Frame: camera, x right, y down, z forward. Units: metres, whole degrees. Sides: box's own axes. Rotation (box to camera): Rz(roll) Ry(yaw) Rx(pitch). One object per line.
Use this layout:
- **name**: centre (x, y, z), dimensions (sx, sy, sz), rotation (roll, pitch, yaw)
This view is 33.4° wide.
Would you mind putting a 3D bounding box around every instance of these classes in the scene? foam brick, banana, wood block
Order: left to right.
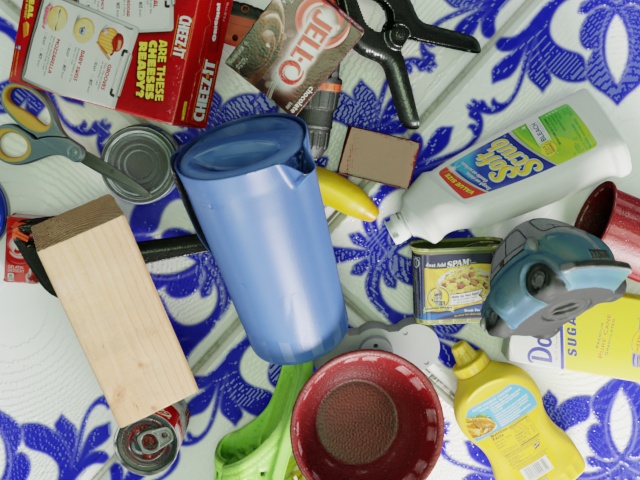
- **wood block**: centre (-0.208, 0.070, 1.082), dimensions (0.090, 0.091, 0.206), rotation (-24, 112, -12)
- **banana**: centre (-0.036, -0.054, 1.145), dimensions (0.198, 0.037, 0.070), rotation (0, 117, 2)
- **foam brick**: centre (0.060, -0.089, 1.129), dimensions (0.078, 0.053, 0.051), rotation (13, 98, -3)

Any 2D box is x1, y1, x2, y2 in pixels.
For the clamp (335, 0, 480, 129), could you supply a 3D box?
- **clamp**: centre (0.074, -0.199, 1.097), dimensions (0.171, 0.039, 0.120), rotation (32, 80, -17)

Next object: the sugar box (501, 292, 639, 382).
- **sugar box**: centre (0.293, 0.097, 1.158), dimensions (0.176, 0.048, 0.093), rotation (8, 99, -2)

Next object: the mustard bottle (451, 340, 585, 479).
- **mustard bottle**: centre (0.201, 0.192, 1.166), dimensions (0.096, 0.058, 0.191), rotation (-32, 97, 9)

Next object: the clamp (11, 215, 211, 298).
- **clamp**: centre (-0.223, 0.023, 1.134), dimensions (0.209, 0.036, 0.164), rotation (34, 93, -22)

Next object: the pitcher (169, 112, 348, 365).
- **pitcher**: centre (-0.057, 0.001, 1.084), dimensions (0.145, 0.149, 0.243), rotation (-16, 120, -1)

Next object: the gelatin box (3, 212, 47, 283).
- **gelatin box**: centre (-0.296, 0.011, 1.157), dimensions (0.089, 0.030, 0.073), rotation (5, 99, -1)

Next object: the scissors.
- **scissors**: centre (-0.274, -0.083, 1.128), dimensions (0.202, 0.016, 0.096), rotation (45, 105, 9)

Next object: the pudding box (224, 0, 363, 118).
- **pudding box**: centre (-0.025, -0.193, 1.057), dimensions (0.090, 0.039, 0.114), rotation (38, 107, -7)

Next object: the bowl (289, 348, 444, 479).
- **bowl**: centre (0.044, 0.191, 1.103), dimensions (0.162, 0.055, 0.162), rotation (0, 88, -10)

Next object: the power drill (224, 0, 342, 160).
- **power drill**: centre (-0.069, -0.183, 1.115), dimensions (0.187, 0.057, 0.184), rotation (6, 94, -3)

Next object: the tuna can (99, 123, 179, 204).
- **tuna can**: centre (-0.192, -0.082, 1.141), dimensions (0.086, 0.034, 0.086), rotation (0, 98, 0)

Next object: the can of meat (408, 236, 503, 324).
- **can of meat**: centre (0.148, 0.043, 1.146), dimensions (0.102, 0.057, 0.084), rotation (-3, 100, 0)

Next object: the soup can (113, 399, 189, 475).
- **soup can**: centre (-0.180, 0.203, 1.148), dimensions (0.068, 0.102, 0.068), rotation (0, 98, 0)

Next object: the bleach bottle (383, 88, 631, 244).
- **bleach bottle**: centre (0.187, -0.059, 1.114), dimensions (0.251, 0.068, 0.102), rotation (-27, 56, 5)

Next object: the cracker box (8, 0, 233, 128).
- **cracker box**: centre (-0.198, -0.213, 1.063), dimensions (0.214, 0.072, 0.164), rotation (17, 99, 25)
